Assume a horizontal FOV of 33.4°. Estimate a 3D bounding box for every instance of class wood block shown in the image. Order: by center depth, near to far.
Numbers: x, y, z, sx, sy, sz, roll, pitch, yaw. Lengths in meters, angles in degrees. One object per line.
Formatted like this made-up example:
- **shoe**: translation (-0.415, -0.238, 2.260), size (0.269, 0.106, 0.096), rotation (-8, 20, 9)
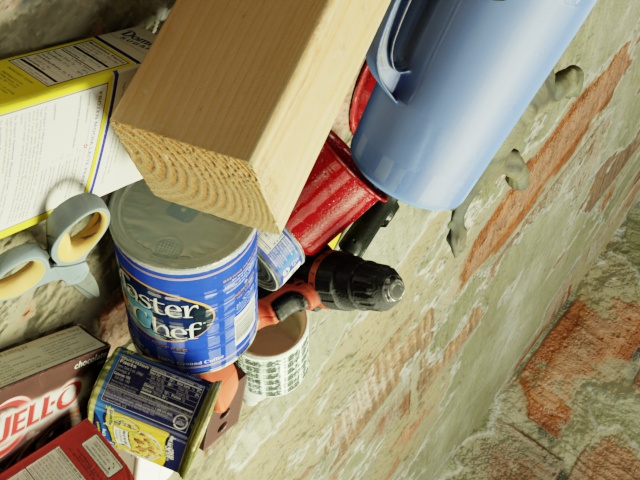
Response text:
- **wood block**: translation (-0.030, -0.121, 0.640), size (0.090, 0.091, 0.206), rotation (70, 40, -62)

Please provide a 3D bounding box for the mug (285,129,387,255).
- **mug**: translation (-0.006, -0.047, 0.912), size (0.081, 0.117, 0.093), rotation (-42, 117, 12)

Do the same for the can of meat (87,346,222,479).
- **can of meat**: translation (-0.126, 0.128, 0.799), size (0.102, 0.084, 0.057), rotation (113, -1, -58)

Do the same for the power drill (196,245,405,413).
- **power drill**: translation (-0.043, 0.068, 0.899), size (0.187, 0.185, 0.057), rotation (-35, 114, -32)

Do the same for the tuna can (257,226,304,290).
- **tuna can**: translation (-0.056, 0.001, 0.868), size (0.033, 0.086, 0.086), rotation (-49, 158, -18)

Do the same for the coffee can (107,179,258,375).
- **coffee can**: translation (-0.096, 0.020, 0.778), size (0.102, 0.103, 0.140), rotation (-45, 157, -29)

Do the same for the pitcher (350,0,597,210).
- **pitcher**: translation (0.109, -0.147, 0.831), size (0.243, 0.149, 0.145), rotation (-63, 180, 30)

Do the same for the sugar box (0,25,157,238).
- **sugar box**: translation (-0.155, -0.061, 0.608), size (0.175, 0.048, 0.093), rotation (-34, 151, -54)

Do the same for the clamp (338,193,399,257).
- **clamp**: translation (0.057, -0.026, 1.134), size (0.209, 0.036, 0.165), rotation (-56, 177, -32)

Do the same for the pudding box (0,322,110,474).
- **pudding box**: translation (-0.208, 0.116, 0.756), size (0.113, 0.039, 0.090), rotation (-24, 142, -56)

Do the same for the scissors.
- **scissors**: translation (-0.175, 0.026, 0.682), size (0.096, 0.016, 0.202), rotation (-33, 170, -26)
